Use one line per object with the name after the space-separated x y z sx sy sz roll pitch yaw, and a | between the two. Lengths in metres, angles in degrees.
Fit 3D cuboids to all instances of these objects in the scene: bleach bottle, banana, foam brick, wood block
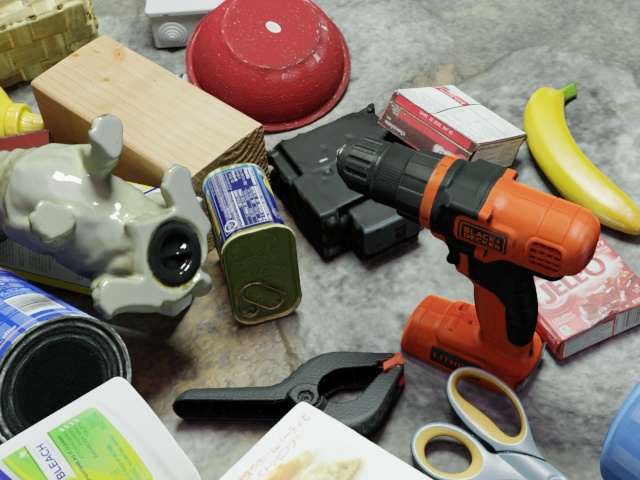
-0.198 0.186 0.627 0.250 0.068 0.103 -32 65 -26 | bleach bottle
0.220 -0.077 0.930 0.069 0.037 0.198 -9 47 -2 | banana
-0.272 -0.058 0.953 0.078 0.053 0.051 -11 48 -4 | foam brick
-0.149 -0.089 0.942 0.206 0.091 0.090 32 58 29 | wood block

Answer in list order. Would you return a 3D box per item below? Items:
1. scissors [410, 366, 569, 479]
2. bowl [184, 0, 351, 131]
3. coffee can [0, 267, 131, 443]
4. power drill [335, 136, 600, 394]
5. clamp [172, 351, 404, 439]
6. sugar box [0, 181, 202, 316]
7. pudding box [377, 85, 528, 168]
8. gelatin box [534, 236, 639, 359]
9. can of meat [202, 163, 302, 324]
0.139 0.173 0.723 0.096 0.016 0.202 -33 60 -8 | scissors
-0.048 -0.186 1.013 0.162 0.055 0.162 2 64 -5 | bowl
-0.213 0.083 0.754 0.102 0.103 0.141 -38 34 -26 | coffee can
0.096 0.019 0.754 0.185 0.188 0.057 23 55 23 | power drill
-0.011 0.132 0.761 0.171 0.039 0.120 -18 50 -10 | clamp
-0.185 -0.005 0.867 0.176 0.093 0.048 13 20 14 | sugar box
0.115 -0.094 0.914 0.090 0.039 0.113 38 29 22 | pudding box
0.201 0.043 0.826 0.089 0.030 0.073 -22 49 -14 | gelatin box
-0.055 0.001 0.845 0.057 0.102 0.084 -15 46 -9 | can of meat
